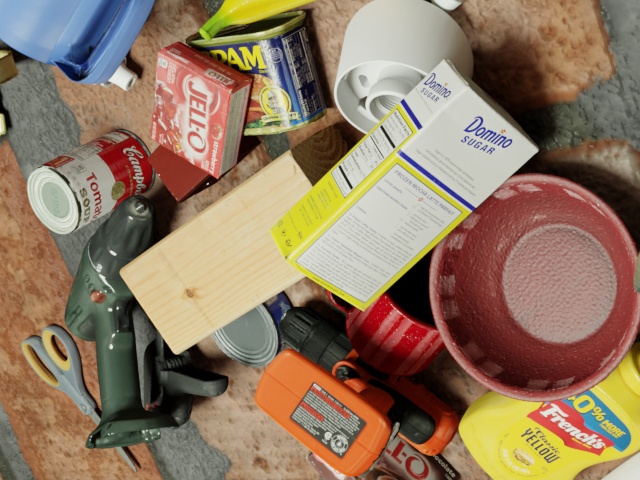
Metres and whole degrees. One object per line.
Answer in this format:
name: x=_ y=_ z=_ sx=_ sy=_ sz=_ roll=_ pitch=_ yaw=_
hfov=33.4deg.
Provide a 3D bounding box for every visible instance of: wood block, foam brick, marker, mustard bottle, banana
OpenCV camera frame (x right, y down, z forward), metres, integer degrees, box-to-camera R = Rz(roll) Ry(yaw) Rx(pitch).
wood block: x=-0.056 y=0.001 z=0.890 sx=0.206 sy=0.090 sz=0.091 roll=-32 pitch=94 yaw=31
foam brick: x=-0.104 y=-0.078 z=0.934 sx=0.051 sy=0.052 sz=0.078 roll=54 pitch=134 yaw=0
marker: x=0.059 y=-0.150 z=0.792 sx=0.121 sy=0.020 sz=0.020 roll=-36 pitch=90 yaw=44
mustard bottle: x=0.198 y=0.129 z=0.815 sx=0.096 sy=0.058 sz=0.192 roll=45 pitch=133 yaw=0
banana: x=0.002 y=-0.188 z=0.785 sx=0.198 sy=0.069 sz=0.037 roll=-8 pitch=144 yaw=34

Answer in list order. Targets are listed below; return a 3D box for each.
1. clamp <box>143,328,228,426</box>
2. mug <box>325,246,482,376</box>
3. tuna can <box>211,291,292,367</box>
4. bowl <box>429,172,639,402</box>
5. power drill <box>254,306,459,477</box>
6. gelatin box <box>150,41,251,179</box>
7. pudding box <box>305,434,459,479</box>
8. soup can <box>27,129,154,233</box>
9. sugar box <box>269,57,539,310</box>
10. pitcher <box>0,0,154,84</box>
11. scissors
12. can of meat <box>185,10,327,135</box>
clamp: x=-0.150 y=0.116 z=1.073 sx=0.210 sy=0.036 sz=0.164 roll=-57 pitch=47 yaw=53
mug: x=0.060 y=0.051 z=0.850 sx=0.117 sy=0.093 sz=0.082 roll=20 pitch=137 yaw=-10
tuna can: x=-0.066 y=0.074 z=1.004 sx=0.086 sy=0.033 sz=0.086 roll=18 pitch=124 yaw=29
bowl: x=0.161 y=0.033 z=0.770 sx=0.162 sy=0.055 sz=0.162 roll=1 pitch=91 yaw=35
power drill: x=0.018 y=0.117 z=0.868 sx=0.184 sy=0.187 sz=0.057 roll=34 pitch=102 yaw=16
gelatin box: x=-0.098 y=-0.105 z=0.854 sx=0.073 sy=0.030 sz=0.089 roll=31 pitch=134 yaw=18
pudding box: x=0.055 y=0.200 z=0.943 sx=0.113 sy=0.089 sz=0.039 roll=47 pitch=136 yaw=5
soup can: x=-0.214 y=-0.056 z=0.998 sx=0.069 sy=0.102 sz=0.068 roll=18 pitch=124 yaw=29
sugar box: x=0.058 y=-0.036 z=0.752 sx=0.176 sy=0.093 sz=0.048 roll=-45 pitch=42 yaw=14
pitcher: x=-0.169 y=-0.250 z=0.836 sx=0.149 sy=0.145 sz=0.243 roll=37 pitch=132 yaw=-12
scissors: x=-0.269 y=0.174 z=1.229 sx=0.202 sy=0.016 sz=0.096 roll=41 pitch=132 yaw=11
can of meat: x=-0.050 y=-0.133 z=0.861 sx=0.102 sy=0.057 sz=0.084 roll=2 pitch=118 yaw=38
